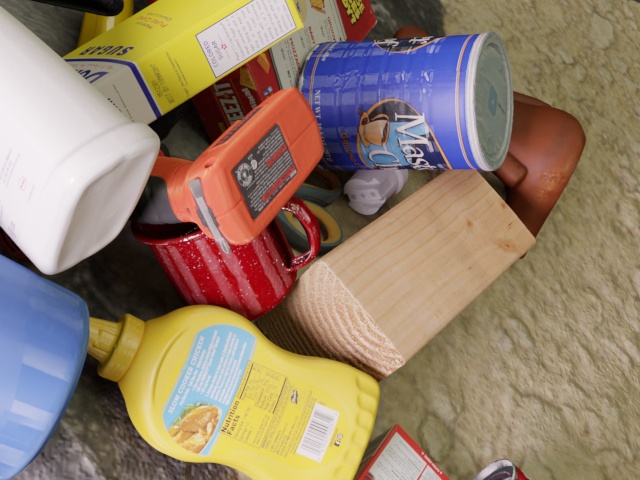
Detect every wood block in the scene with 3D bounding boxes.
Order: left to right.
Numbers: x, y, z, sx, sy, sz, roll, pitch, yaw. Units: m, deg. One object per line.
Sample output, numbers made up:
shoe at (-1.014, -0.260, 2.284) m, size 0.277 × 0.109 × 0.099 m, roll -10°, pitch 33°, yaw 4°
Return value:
wood block at (0.062, 0.028, 0.796) m, size 0.090 × 0.091 × 0.205 m, roll 50°, pitch 43°, yaw 5°

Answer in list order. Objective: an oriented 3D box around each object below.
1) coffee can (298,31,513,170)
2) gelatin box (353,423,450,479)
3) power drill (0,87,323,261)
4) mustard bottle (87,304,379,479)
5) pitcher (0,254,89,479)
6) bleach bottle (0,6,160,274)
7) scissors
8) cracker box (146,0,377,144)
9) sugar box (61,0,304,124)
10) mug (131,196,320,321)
coffee can at (0.067, -0.105, 0.821) m, size 0.102 × 0.140 × 0.103 m, roll -7°, pitch 98°, yaw -64°
gelatin box at (0.050, 0.180, 0.718) m, size 0.073 × 0.030 × 0.089 m, roll 47°, pitch 43°, yaw -1°
power drill at (-0.094, -0.053, 0.676) m, size 0.184 × 0.188 × 0.057 m, roll -54°, pitch 130°, yaw -39°
mustard bottle at (-0.062, 0.094, 0.665) m, size 0.191 × 0.058 × 0.096 m, roll 27°, pitch 78°, yaw -18°
pitcher at (-0.246, 0.024, 0.543) m, size 0.242 × 0.145 × 0.149 m, roll 28°, pitch 73°, yaw -24°
bleach bottle at (-0.200, -0.101, 0.580) m, size 0.251 × 0.103 × 0.068 m, roll 45°, pitch 47°, yaw 11°
scissors at (-0.059, -0.032, 0.802) m, size 0.201 × 0.016 × 0.096 m, roll -1°, pitch 58°, yaw -39°
cracker box at (-0.046, -0.197, 0.852) m, size 0.213 × 0.072 × 0.164 m, roll -57°, pitch 131°, yaw -47°
sugar box at (-0.107, -0.116, 0.680) m, size 0.176 × 0.093 × 0.048 m, roll -34°, pitch 120°, yaw -19°
mug at (-0.055, 0.001, 0.700) m, size 0.093 × 0.117 × 0.081 m, roll -74°, pitch 146°, yaw -51°
